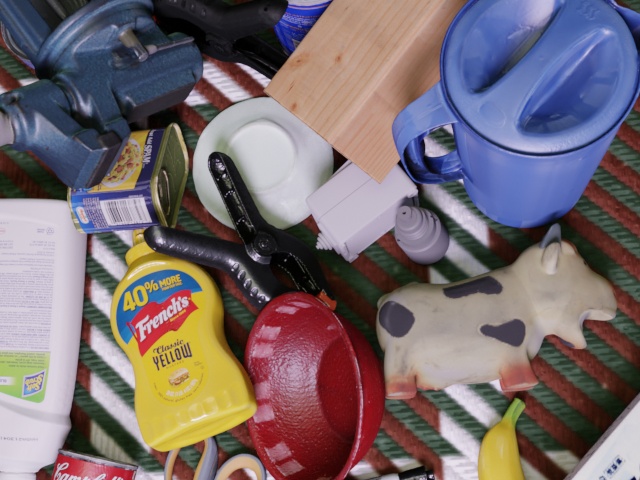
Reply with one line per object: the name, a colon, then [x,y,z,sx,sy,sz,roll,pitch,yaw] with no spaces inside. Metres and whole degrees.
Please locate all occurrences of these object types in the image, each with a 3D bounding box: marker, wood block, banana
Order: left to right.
marker: [0.034,0.205,0.872,0.121,0.020,0.020,-14,74,4]
wood block: [0.066,-0.162,0.846,0.206,0.090,0.090,-51,54,5]
banana: [0.175,0.224,0.838,0.069,0.037,0.198,-27,73,2]

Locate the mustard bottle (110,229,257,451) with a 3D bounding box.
mustard bottle: [-0.126,0.073,0.903,0.096,0.058,0.192,-24,66,6]

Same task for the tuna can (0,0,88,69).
tuna can: [-0.255,-0.203,1.010,0.086,0.033,0.086,-2,77,9]

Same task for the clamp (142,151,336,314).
clamp: [-0.056,0.001,0.908,0.171,0.039,0.120,34,56,-13]

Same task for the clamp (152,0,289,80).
clamp: [-0.079,-0.185,0.930,0.210,0.164,0.036,27,77,23]

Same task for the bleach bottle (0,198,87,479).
bleach bottle: [-0.260,0.092,0.923,0.102,0.068,0.251,0,78,9]

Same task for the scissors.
scissors: [-0.097,0.256,0.880,0.096,0.016,0.202,2,76,9]

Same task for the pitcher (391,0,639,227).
pitcher: [0.150,-0.086,0.815,0.149,0.243,0.145,21,79,13]

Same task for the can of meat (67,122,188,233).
can of meat: [-0.168,-0.053,0.934,0.084,0.057,0.102,-4,44,10]

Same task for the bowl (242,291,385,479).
bowl: [0.002,0.121,0.854,0.055,0.162,0.162,0,70,-37]

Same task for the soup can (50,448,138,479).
soup can: [-0.195,0.228,0.874,0.068,0.068,0.102,11,78,11]
